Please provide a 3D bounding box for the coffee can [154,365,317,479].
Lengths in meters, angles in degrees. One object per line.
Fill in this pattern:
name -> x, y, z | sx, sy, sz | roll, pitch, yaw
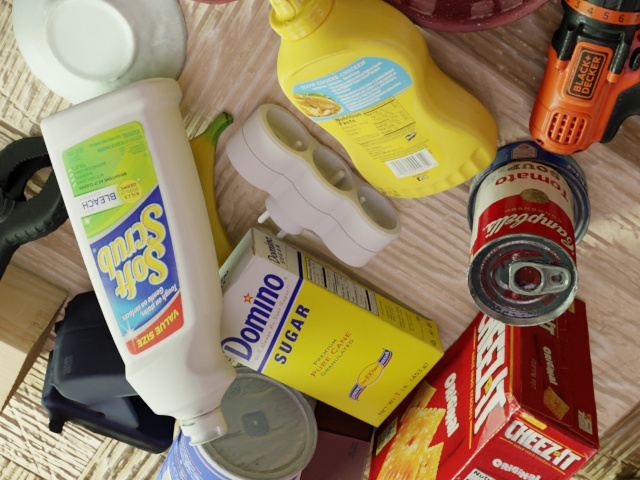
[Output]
coffee can -> -0.073, 0.182, 0.877 | 0.103, 0.102, 0.140 | 25, 136, -4

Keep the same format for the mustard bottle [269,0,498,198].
mustard bottle -> 0.029, -0.103, 0.686 | 0.096, 0.058, 0.191 | -15, 139, 35

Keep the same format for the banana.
banana -> -0.074, 0.001, 0.820 | 0.070, 0.037, 0.198 | -10, 119, 13

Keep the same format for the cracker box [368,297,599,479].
cracker box -> 0.111, 0.148, 0.798 | 0.072, 0.164, 0.214 | 29, 123, -9

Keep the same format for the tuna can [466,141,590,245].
tuna can -> 0.148, -0.026, 0.759 | 0.086, 0.033, 0.086 | 5, 122, 9

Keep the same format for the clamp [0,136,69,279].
clamp -> -0.249, -0.028, 0.816 | 0.171, 0.039, 0.120 | -45, 74, 2

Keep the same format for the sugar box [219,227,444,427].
sugar box -> -0.003, 0.070, 0.819 | 0.176, 0.048, 0.093 | 26, 117, -23

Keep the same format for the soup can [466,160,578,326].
soup can -> 0.132, -0.001, 0.695 | 0.068, 0.102, 0.068 | 5, 122, 9

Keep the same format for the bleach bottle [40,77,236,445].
bleach bottle -> -0.111, 0.020, 0.755 | 0.103, 0.068, 0.251 | -18, 92, 16

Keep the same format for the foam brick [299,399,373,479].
foam brick -> 0.015, 0.175, 0.901 | 0.053, 0.051, 0.078 | 13, 123, 3

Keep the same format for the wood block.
wood block -> -0.327, 0.048, 0.872 | 0.206, 0.090, 0.091 | 28, 123, -6
